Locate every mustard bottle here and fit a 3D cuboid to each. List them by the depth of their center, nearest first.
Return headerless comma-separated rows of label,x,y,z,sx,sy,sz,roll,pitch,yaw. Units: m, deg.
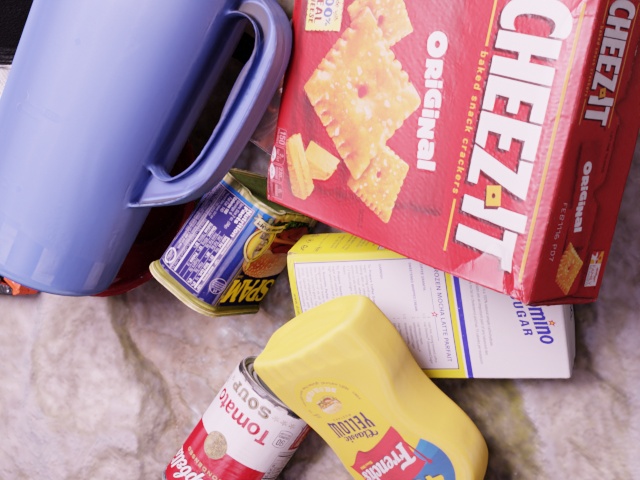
mustard bottle,0.050,0.125,0.678,0.096,0.058,0.191,-28,109,41

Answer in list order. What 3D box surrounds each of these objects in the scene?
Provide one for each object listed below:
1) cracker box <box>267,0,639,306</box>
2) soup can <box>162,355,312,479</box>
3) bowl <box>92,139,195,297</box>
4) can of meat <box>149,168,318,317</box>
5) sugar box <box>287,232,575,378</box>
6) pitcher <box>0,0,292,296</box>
cracker box,0.067,-0.074,0.598,0.214,0.071,0.164,23,109,45
soup can,-0.054,0.139,0.738,0.068,0.068,0.102,39,103,17
bowl,-0.151,-0.040,0.782,0.162,0.055,0.162,0,90,21
can of meat,-0.055,0.001,0.721,0.057,0.102,0.084,39,101,18
sugar box,0.071,0.040,0.689,0.176,0.048,0.093,-3,111,19
pitcher,-0.130,-0.085,0.676,0.144,0.149,0.243,20,106,-23
